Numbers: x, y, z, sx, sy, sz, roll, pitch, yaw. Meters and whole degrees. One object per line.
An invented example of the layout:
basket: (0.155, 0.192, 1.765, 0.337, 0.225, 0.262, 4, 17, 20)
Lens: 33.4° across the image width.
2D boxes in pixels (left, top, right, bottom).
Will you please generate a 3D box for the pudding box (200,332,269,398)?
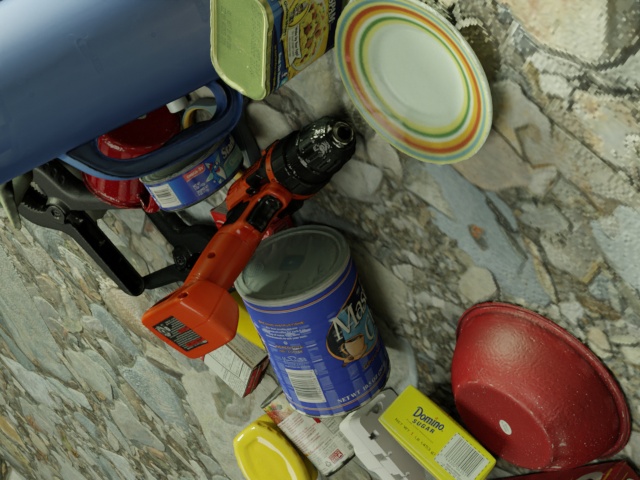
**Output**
pudding box: (-0.109, 0.115, 1.203, 0.113, 0.039, 0.090, 40, 150, 11)

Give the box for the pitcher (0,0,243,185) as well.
pitcher: (-0.176, -0.125, 0.788, 0.149, 0.242, 0.145, 41, 150, 26)

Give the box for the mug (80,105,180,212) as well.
mug: (-0.170, -0.080, 0.987, 0.082, 0.093, 0.117, 110, 143, -53)

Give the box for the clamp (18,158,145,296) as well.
clamp: (-0.258, -0.029, 1.098, 0.210, 0.036, 0.165, 23, 137, 11)

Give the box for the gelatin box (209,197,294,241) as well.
gelatin box: (-0.057, 0.001, 1.001, 0.089, 0.030, 0.073, 15, 137, 44)

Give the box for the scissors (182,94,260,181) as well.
scissors: (-0.062, -0.102, 0.899, 0.096, 0.016, 0.202, 52, 151, -10)

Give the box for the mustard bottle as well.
mustard bottle: (-0.044, 0.239, 1.188, 0.096, 0.058, 0.191, 48, -179, 6)

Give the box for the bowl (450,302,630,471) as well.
bowl: (0.158, 0.128, 0.837, 0.162, 0.055, 0.162, 34, 148, 24)

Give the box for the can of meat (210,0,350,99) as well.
can of meat: (-0.027, -0.154, 0.717, 0.057, 0.083, 0.102, 36, 149, 20)

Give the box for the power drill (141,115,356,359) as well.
power drill: (-0.054, -0.003, 0.834, 0.057, 0.187, 0.185, 38, 151, -11)

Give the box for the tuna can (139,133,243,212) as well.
tuna can: (-0.108, -0.062, 0.903, 0.086, 0.086, 0.033, 3, 132, 52)

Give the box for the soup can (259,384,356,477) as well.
soup can: (-0.005, 0.188, 1.118, 0.102, 0.068, 0.069, 47, 151, 1)

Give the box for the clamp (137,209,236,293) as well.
clamp: (-0.138, 0.023, 1.107, 0.172, 0.039, 0.120, 31, 132, 34)

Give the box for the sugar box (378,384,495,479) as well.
sugar box: (0.103, 0.176, 0.915, 0.093, 0.048, 0.176, 42, 177, 14)

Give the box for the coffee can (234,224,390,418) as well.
coffee can: (-0.005, 0.072, 0.941, 0.103, 0.102, 0.140, 17, 139, 43)
